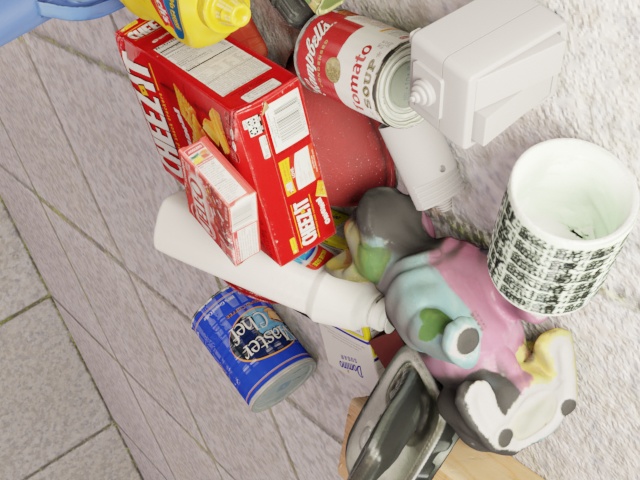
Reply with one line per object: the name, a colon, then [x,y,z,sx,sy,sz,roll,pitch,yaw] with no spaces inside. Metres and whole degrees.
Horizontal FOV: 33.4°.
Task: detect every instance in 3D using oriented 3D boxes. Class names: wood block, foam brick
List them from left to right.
foam brick: [0.090,0.098,1.001,0.051,0.053,0.078,58,160,2]
wood block: [0.115,0.233,1.039,0.206,0.090,0.091,30,116,51]

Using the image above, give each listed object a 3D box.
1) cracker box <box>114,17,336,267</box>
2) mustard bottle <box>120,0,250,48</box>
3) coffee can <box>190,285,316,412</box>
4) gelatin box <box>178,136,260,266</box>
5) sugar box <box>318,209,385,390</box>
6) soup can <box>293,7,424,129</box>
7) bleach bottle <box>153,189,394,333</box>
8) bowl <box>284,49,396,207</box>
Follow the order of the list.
cracker box: [-0.086,-0.096,0.942,0.214,0.072,0.164,37,151,44]
mustard bottle: [-0.112,-0.210,0.870,0.192,0.058,0.096,37,141,45]
coffee can: [-0.087,0.135,1.373,0.140,0.102,0.103,51,158,19]
gelatin box: [-0.083,-0.031,0.879,0.073,0.030,0.089,48,158,26]
sugar box: [0.031,0.059,1.069,0.093,0.048,0.176,26,139,50]
soup can: [0.036,-0.128,0.792,0.102,0.068,0.068,33,148,47]
bleach bottle: [-0.033,0.022,0.999,0.251,0.102,0.068,24,111,27]
bowl: [-0.004,-0.089,0.953,0.162,0.055,0.162,47,156,28]
